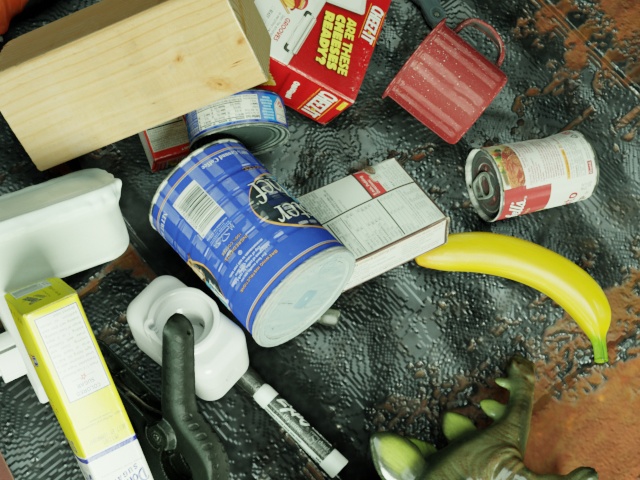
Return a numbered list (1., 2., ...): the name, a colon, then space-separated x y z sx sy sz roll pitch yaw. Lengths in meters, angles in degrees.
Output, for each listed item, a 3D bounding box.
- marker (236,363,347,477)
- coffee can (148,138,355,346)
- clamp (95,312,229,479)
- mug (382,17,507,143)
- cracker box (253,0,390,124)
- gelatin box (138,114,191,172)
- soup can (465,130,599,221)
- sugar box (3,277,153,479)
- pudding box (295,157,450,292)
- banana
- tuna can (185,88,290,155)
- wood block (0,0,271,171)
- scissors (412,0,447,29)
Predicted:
1. marker: -0.027 0.145 0.872 0.121 0.020 0.020 43 66 8
2. coffee can: -0.056 0.001 0.860 0.102 0.103 0.140 -36 66 -22
3. clamp: -0.109 0.134 0.808 0.039 0.120 0.171 -32 92 -44
4. mug: 0.124 -0.152 0.985 0.081 0.093 0.117 39 78 1
5. cracker box: -0.050 -0.228 0.968 0.213 0.072 0.164 27 67 -17
6. gelatin box: -0.129 -0.114 0.952 0.073 0.030 0.089 -18 76 -18
7. soup can: 0.193 -0.060 0.974 0.102 0.069 0.068 -13 71 -17
8. sugar box: -0.171 0.117 0.774 0.048 0.093 0.176 -22 104 -20
9. pudding box: 0.042 -0.016 0.928 0.113 0.039 0.090 -25 55 -18
10. banana: 0.182 0.033 0.950 0.198 0.037 0.069 28 65 1
11. tuna can: -0.070 -0.097 0.897 0.086 0.086 0.034 -7 77 -14
12. wood block: -0.153 -0.147 0.866 0.206 0.090 0.091 -20 30 12
13. scissors: 0.125 -0.236 1.062 0.096 0.016 0.202 -32 77 -21
